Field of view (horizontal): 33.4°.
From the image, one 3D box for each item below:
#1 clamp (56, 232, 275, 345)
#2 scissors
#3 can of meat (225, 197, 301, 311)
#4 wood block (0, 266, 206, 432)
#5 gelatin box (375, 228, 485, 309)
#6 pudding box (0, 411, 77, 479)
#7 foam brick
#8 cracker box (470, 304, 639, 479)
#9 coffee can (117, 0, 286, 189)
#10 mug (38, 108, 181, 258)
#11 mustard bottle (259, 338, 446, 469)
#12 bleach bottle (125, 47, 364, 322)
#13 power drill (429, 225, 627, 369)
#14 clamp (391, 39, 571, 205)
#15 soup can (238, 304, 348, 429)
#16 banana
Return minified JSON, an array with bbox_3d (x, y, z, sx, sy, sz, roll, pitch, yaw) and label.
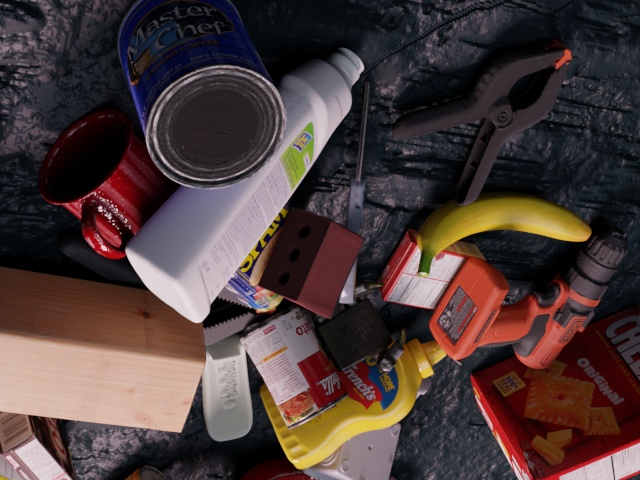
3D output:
[{"bbox_3d":[-0.147,0.053,0.989,0.209,0.036,0.165,-7,129,-11],"label":"clamp"},{"bbox_3d":[0.033,-0.044,0.982,0.016,0.096,0.202,6,96,0],"label":"scissors"},{"bbox_3d":[-0.056,0.001,0.951,0.102,0.058,0.083,-56,134,-13],"label":"can of meat"},{"bbox_3d":[-0.212,0.093,0.924,0.205,0.091,0.090,10,123,-18],"label":"wood block"},{"bbox_3d":[0.109,0.031,1.071,0.089,0.030,0.073,12,123,-28],"label":"gelatin box"},{"bbox_3d":[-0.269,0.176,0.989,0.039,0.113,0.090,-28,132,-3],"label":"pudding box"},{"bbox_3d":[-0.008,0.019,0.925,0.051,0.053,0.078,27,85,-48],"label":"foam brick"},{"bbox_3d":[0.296,0.180,1.169,0.213,0.164,0.072,-23,133,-2],"label":"cracker box"},{"bbox_3d":[-0.092,-0.119,0.805,0.102,0.140,0.103,-10,129,-13],"label":"coffee can"},{"bbox_3d":[-0.167,-0.037,0.862,0.093,0.117,0.081,-20,139,21],"label":"mug"},{"bbox_3d":[0.040,0.152,1.096,0.191,0.096,0.058,-26,149,0],"label":"mustard bottle"},{"bbox_3d":[-0.050,-0.056,0.873,0.250,0.068,0.102,-51,161,-16],"label":"bleach bottle"},{"bbox_3d":[0.215,0.059,1.093,0.187,0.057,0.185,4,125,-38],"label":"power drill"},{"bbox_3d":[0.160,-0.110,0.973,0.171,0.039,0.120,-33,132,7],"label":"clamp"},{"bbox_3d":[-0.027,0.122,1.034,0.068,0.102,0.068,-29,175,-3],"label":"soup can"},{"bbox_3d":[0.170,-0.015,1.038,0.197,0.069,0.037,-12,174,-20],"label":"banana"}]
